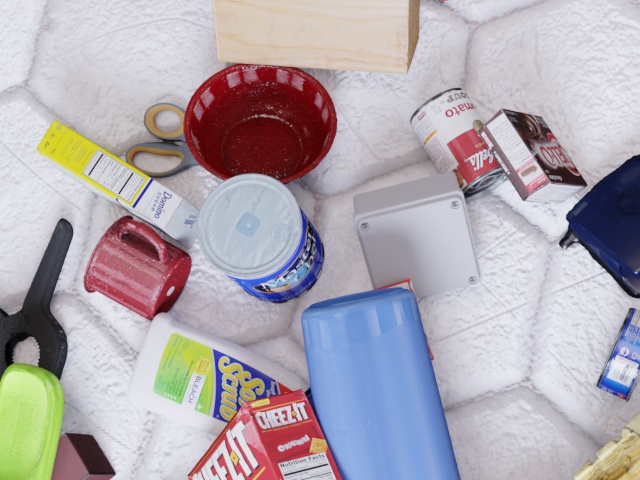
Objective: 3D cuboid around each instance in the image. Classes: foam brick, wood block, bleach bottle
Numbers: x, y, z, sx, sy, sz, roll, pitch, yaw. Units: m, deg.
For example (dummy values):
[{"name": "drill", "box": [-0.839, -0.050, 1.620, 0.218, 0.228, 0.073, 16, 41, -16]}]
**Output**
[{"name": "foam brick", "box": [-0.254, 0.233, 1.090, 0.053, 0.078, 0.051, -36, 75, 0]}, {"name": "wood block", "box": [-0.002, -0.242, 1.137, 0.206, 0.090, 0.090, 6, 37, 12]}, {"name": "bleach bottle", "box": [-0.063, 0.158, 1.083, 0.251, 0.068, 0.102, 17, 77, 11]}]

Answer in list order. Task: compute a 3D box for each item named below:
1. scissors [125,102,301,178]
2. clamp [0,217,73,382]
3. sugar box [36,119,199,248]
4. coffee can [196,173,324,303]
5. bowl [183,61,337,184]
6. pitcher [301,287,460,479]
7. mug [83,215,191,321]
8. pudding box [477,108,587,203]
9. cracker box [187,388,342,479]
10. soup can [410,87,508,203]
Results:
[{"name": "scissors", "box": [-0.118, -0.111, 1.181, 0.202, 0.016, 0.096, -3, 76, 9]}, {"name": "clamp", "box": [-0.338, 0.090, 1.161, 0.164, 0.036, 0.210, -12, 75, 7]}, {"name": "sugar box", "box": [-0.212, -0.060, 1.146, 0.176, 0.093, 0.048, 28, 83, 14]}, {"name": "coffee can", "box": [-0.057, 0.001, 1.078, 0.103, 0.140, 0.103, -2, 76, 9]}, {"name": "bowl", "box": [-0.063, -0.112, 1.138, 0.162, 0.055, 0.162, 0, 61, 0]}, {"name": "pitcher", "box": [0.046, 0.172, 0.985, 0.149, 0.145, 0.243, -11, 91, -19]}, {"name": "mug", "box": [-0.187, 0.024, 1.114, 0.081, 0.117, 0.093, 28, 47, 10]}, {"name": "pudding box", "box": [0.213, -0.083, 1.065, 0.039, 0.113, 0.090, -41, 71, 29]}, {"name": "cracker box", "box": [-0.035, 0.268, 0.959, 0.071, 0.164, 0.214, -7, 59, -34]}, {"name": "soup can", "box": [0.145, -0.098, 1.103, 0.068, 0.068, 0.102, -30, 74, 2]}]
